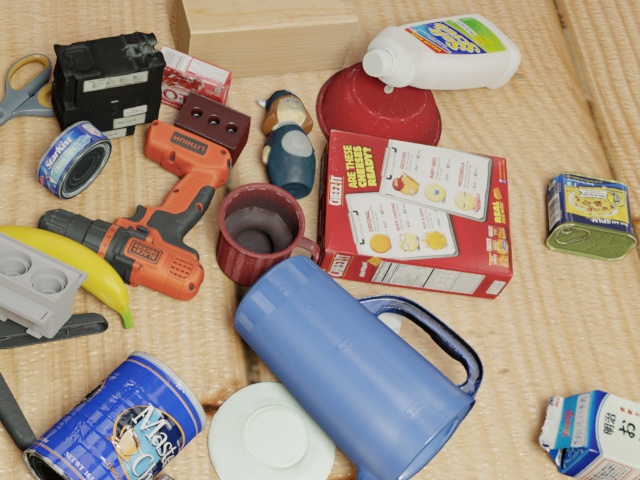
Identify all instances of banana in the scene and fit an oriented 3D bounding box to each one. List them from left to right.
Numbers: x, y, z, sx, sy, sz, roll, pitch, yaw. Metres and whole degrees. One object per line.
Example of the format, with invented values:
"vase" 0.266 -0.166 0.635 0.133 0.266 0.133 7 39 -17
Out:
"banana" -0.275 0.025 1.097 0.198 0.070 0.037 27 23 4

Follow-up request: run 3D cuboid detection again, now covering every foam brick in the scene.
"foam brick" -0.126 -0.124 1.230 0.078 0.051 0.053 23 58 1

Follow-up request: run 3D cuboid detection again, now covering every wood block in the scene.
"wood block" -0.071 -0.264 1.303 0.205 0.091 0.090 -8 62 -17

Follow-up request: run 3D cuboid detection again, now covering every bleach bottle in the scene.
"bleach bottle" 0.139 -0.219 1.284 0.103 0.068 0.250 48 37 17

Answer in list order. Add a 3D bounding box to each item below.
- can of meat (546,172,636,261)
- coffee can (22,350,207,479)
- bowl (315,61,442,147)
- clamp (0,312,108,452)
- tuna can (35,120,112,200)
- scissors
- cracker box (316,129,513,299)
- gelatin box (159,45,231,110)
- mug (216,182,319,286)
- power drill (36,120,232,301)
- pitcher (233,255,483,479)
"can of meat" 0.321 -0.030 1.278 0.102 0.057 0.084 10 56 -8
"coffee can" -0.191 0.187 1.002 0.103 0.103 0.140 40 60 11
"bowl" 0.078 -0.167 1.302 0.162 0.055 0.162 6 58 -10
"clamp" -0.332 0.114 1.048 0.210 0.036 0.164 17 50 -3
"tuna can" -0.266 -0.086 1.155 0.034 0.086 0.086 39 59 8
"scissors" -0.340 -0.135 1.197 0.096 0.016 0.201 23 52 -4
"cracker box" 0.106 -0.028 1.217 0.213 0.072 0.164 8 58 -8
"gelatin box" -0.151 -0.180 1.245 0.089 0.073 0.030 21 59 -1
"mug" -0.058 0.001 1.155 0.117 0.082 0.093 18 58 -3
"power drill" -0.190 -0.039 1.164 0.184 0.057 0.187 23 60 -2
"pitcher" 0.036 0.123 1.080 0.243 0.145 0.149 44 28 17
